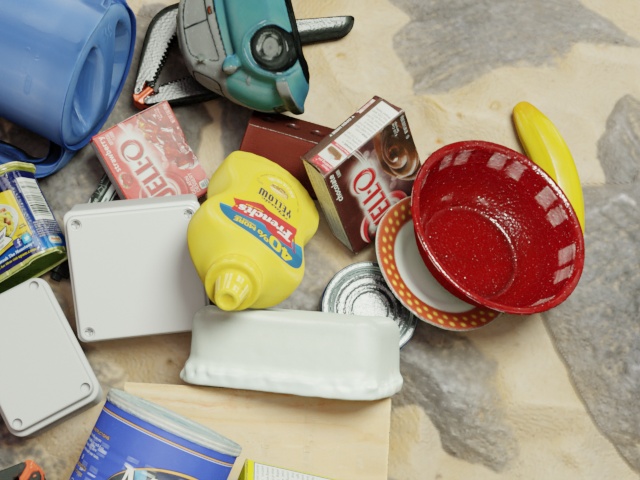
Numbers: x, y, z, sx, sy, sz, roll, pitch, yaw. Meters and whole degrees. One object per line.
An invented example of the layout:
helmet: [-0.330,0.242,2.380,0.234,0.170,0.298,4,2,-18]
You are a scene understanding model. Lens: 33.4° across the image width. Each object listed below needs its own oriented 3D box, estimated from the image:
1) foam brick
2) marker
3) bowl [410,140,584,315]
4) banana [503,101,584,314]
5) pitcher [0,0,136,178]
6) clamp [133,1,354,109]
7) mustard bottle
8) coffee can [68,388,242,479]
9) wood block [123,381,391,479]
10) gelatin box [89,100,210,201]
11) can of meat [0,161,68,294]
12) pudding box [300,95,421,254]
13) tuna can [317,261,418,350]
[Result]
foam brick: [-0.030,-0.076,0.925,0.078,0.053,0.051,16,115,-1]
marker: [-0.200,-0.018,0.925,0.020,0.020,0.121,27,75,3]
bowl: [0.138,-0.002,0.892,0.162,0.055,0.162,11,59,-18]
banana: [0.201,-0.030,0.948,0.069,0.037,0.198,7,75,-3]
pitcher: [-0.293,-0.170,0.910,0.243,0.145,0.149,22,63,5]
clamp: [-0.096,-0.201,0.967,0.210,0.036,0.164,-37,89,-11]
mustard bottle: [-0.055,0.001,0.827,0.096,0.191,0.058,39,114,-12]
coffee can: [-0.129,0.188,0.741,0.103,0.103,0.140,24,82,2]
wood block: [-0.053,0.166,0.851,0.206,0.091,0.090,4,76,-4]
gelatin box: [-0.145,-0.065,0.920,0.073,0.030,0.089,-30,98,-17]
can of meat: [-0.268,-0.004,0.886,0.102,0.057,0.084,-30,81,12]
pudding box: [0.040,-0.055,0.905,0.090,0.113,0.039,-41,50,-13]
tuna can: [0.041,0.061,0.914,0.086,0.034,0.086,1,75,-4]
